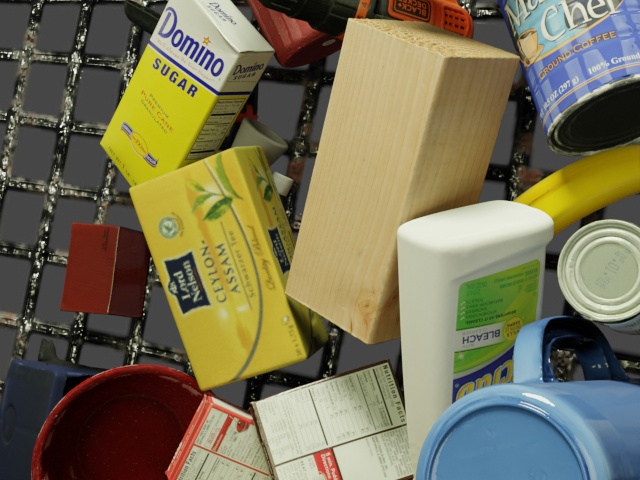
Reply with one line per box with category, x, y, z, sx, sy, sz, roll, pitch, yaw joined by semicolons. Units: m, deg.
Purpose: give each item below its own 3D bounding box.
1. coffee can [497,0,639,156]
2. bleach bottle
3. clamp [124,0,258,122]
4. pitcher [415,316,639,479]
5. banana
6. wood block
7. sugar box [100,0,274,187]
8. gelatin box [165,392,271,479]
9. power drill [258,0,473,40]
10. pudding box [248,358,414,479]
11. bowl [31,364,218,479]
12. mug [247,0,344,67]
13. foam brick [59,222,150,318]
coffee can;0.184;-0.144;0.736;0.103;0.102;0.140;-23;66;21
bleach bottle;0.106;0.105;0.728;0.068;0.102;0.251;28;127;58
clamp;-0.108;-0.171;0.923;0.120;0.039;0.171;-26;76;38
pitcher;0.153;0.133;0.637;0.149;0.242;0.145;32;99;33
banana;0.164;-0.012;0.758;0.198;0.069;0.037;-43;40;15
wood block;0.055;-0.043;0.755;0.091;0.090;0.206;29;115;36
sugar box;-0.114;-0.116;0.881;0.093;0.048;0.176;50;129;24
gelatin box;-0.065;0.169;0.828;0.089;0.030;0.073;26;94;-15
power drill;0.035;-0.236;0.803;0.057;0.184;0.187;-15;67;57
pudding box;0.013;0.147;0.791;0.113;0.039;0.090;-15;72;-10
bowl;-0.148;0.173;0.853;0.162;0.055;0.162;-2;97;-15
mug;-0.018;-0.187;0.860;0.117;0.093;0.081;-31;84;57
foam brick;-0.184;0.027;0.923;0.053;0.051;0.078;5;84;25
